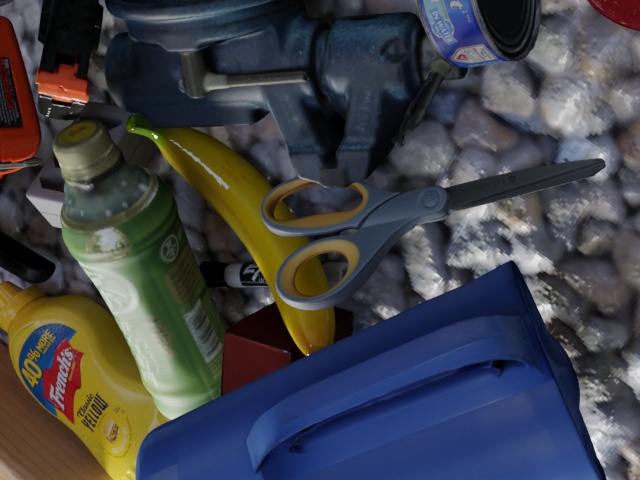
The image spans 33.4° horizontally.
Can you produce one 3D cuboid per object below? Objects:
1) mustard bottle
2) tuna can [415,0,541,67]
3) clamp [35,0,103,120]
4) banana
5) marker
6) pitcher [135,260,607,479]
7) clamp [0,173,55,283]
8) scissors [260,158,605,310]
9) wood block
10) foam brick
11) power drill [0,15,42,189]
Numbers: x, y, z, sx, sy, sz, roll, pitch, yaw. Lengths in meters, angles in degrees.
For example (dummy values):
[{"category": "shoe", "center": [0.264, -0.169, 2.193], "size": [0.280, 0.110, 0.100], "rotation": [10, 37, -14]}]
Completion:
[{"category": "mustard bottle", "center": [-0.178, 0.098, 0.806], "size": [0.192, 0.058, 0.096], "rotation": [41, 123, 14]}, {"category": "tuna can", "center": [0.081, -0.132, 0.546], "size": [0.034, 0.086, 0.086], "rotation": [-3, 105, 34]}, {"category": "clamp", "center": [-0.149, -0.142, 0.643], "size": [0.036, 0.210, 0.165], "rotation": [9, 113, -15]}, {"category": "banana", "center": [-0.045, -0.007, 0.675], "size": [0.198, 0.069, 0.037], "rotation": [49, 132, 16]}, {"category": "marker", "center": [-0.034, 0.023, 0.713], "size": [0.121, 0.020, 0.020], "rotation": [-1, 107, 32]}, {"category": "pitcher", "center": [0.021, 0.111, 0.581], "size": [0.243, 0.145, 0.149], "rotation": [-23, 109, 11]}, {"category": "clamp", "center": [-0.269, -0.008, 0.833], "size": [0.172, 0.039, 0.120], "rotation": [-23, 76, 38]}, {"category": "scissors", "center": [0.055, -0.004, 0.605], "size": [0.202, 0.016, 0.096], "rotation": [1, 66, 24]}, {"category": "wood block", "center": [-0.257, 0.163, 0.860], "size": [0.206, 0.090, 0.091], "rotation": [35, 123, 17]}, {"category": "foam brick", "center": [-0.021, 0.075, 0.688], "size": [0.051, 0.078, 0.053], "rotation": [16, 114, 28]}, {"category": "power drill", "center": [-0.245, -0.070, 0.723], "size": [0.188, 0.057, 0.184], "rotation": [-47, 57, 54]}]
